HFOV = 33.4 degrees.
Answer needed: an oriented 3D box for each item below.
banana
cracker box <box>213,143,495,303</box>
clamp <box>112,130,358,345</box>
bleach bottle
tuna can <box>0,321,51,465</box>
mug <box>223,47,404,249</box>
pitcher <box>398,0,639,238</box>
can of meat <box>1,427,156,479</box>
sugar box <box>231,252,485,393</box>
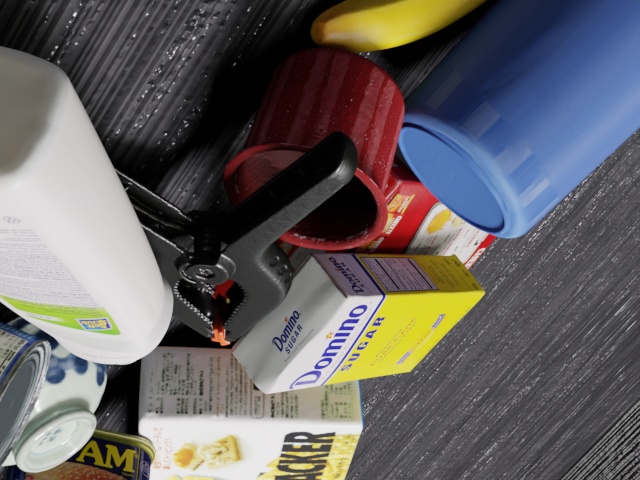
[{"bbox_3d":[0.079,-0.163,0.628,0.197,0.037,0.069,-40,137,-5],"label":"banana"},{"bbox_3d":[0.044,0.000,0.795,0.164,0.072,0.213,-52,154,23],"label":"cracker box"},{"bbox_3d":[-0.054,0.001,0.592,0.164,0.036,0.210,0,149,8],"label":"clamp"},{"bbox_3d":[-0.134,0.003,0.518,0.251,0.102,0.068,79,24,-63],"label":"bleach bottle"},{"bbox_3d":[-0.177,0.086,0.564,0.086,0.034,0.086,29,85,-89],"label":"tuna can"},{"bbox_3d":[0.006,-0.047,0.610,0.117,0.093,0.081,55,42,-44],"label":"mug"},{"bbox_3d":[0.159,-0.119,0.671,0.242,0.145,0.149,-44,150,-11],"label":"pitcher"},{"bbox_3d":[-0.165,0.174,0.714,0.102,0.084,0.058,16,128,-17],"label":"can of meat"},{"bbox_3d":[0.031,0.053,0.719,0.175,0.048,0.093,-2,137,-55],"label":"sugar box"}]
